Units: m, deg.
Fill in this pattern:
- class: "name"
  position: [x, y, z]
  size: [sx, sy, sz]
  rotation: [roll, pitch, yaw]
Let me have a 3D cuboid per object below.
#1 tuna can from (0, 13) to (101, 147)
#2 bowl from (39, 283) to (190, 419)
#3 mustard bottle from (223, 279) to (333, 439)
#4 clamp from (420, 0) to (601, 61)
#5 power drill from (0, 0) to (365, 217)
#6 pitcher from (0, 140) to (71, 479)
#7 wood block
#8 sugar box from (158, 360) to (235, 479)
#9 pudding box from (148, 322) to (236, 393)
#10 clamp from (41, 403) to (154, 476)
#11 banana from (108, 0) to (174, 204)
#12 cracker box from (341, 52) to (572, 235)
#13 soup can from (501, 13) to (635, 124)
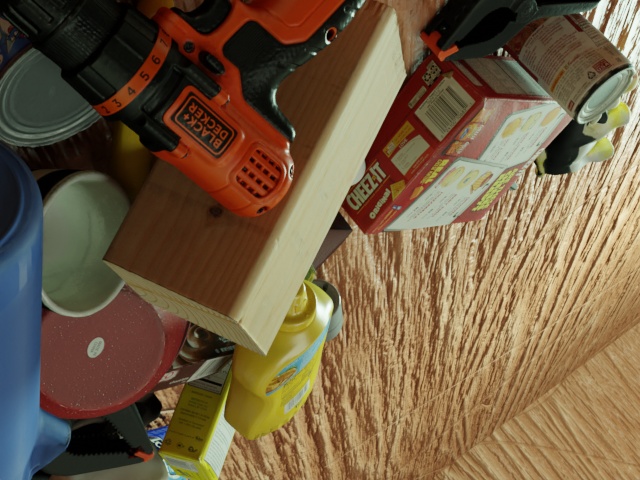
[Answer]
- class: "tuna can"
  position: [-0.146, -0.092, 0.573]
  size: [0.086, 0.034, 0.086]
  rotation: [-33, 158, -15]
- class: "bowl"
  position: [-0.157, 0.063, 0.725]
  size: [0.161, 0.055, 0.162]
  rotation: [-9, 115, -21]
- class: "mustard bottle"
  position: [-0.031, 0.083, 0.838]
  size: [0.096, 0.058, 0.192]
  rotation: [-44, 163, -28]
- class: "clamp"
  position: [0.161, -0.192, 0.856]
  size: [0.171, 0.039, 0.120]
  rotation: [-34, 143, 2]
- class: "power drill"
  position: [-0.045, -0.130, 0.541]
  size: [0.184, 0.057, 0.187]
  rotation: [41, 84, -32]
- class: "pitcher"
  position: [-0.218, 0.053, 0.556]
  size: [0.149, 0.145, 0.243]
  rotation: [-37, 160, -38]
- class: "wood block"
  position: [-0.034, -0.049, 0.648]
  size: [0.206, 0.091, 0.090]
  rotation: [-63, 163, -14]
- class: "sugar box"
  position: [-0.090, 0.125, 0.965]
  size: [0.093, 0.048, 0.176]
  rotation: [84, 21, -65]
- class: "pudding box"
  position: [-0.130, 0.072, 0.854]
  size: [0.039, 0.090, 0.113]
  rotation: [-46, 159, 26]
- class: "clamp"
  position: [-0.218, 0.138, 0.814]
  size: [0.164, 0.036, 0.209]
  rotation: [-44, 134, 6]
- class: "banana"
  position: [-0.111, -0.063, 0.657]
  size: [0.037, 0.069, 0.198]
  rotation: [-1, 147, -16]
- class: "cracker box"
  position: [0.126, -0.089, 0.970]
  size: [0.213, 0.072, 0.164]
  rotation: [-9, 145, -54]
- class: "soup can"
  position: [0.213, -0.159, 0.925]
  size: [0.068, 0.102, 0.068]
  rotation: [-33, 158, -15]
